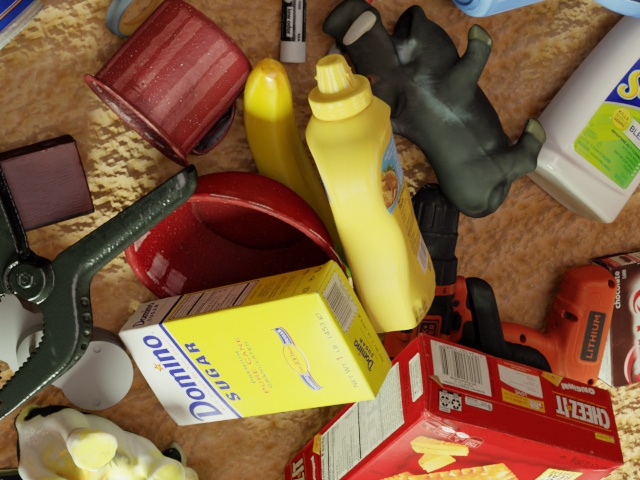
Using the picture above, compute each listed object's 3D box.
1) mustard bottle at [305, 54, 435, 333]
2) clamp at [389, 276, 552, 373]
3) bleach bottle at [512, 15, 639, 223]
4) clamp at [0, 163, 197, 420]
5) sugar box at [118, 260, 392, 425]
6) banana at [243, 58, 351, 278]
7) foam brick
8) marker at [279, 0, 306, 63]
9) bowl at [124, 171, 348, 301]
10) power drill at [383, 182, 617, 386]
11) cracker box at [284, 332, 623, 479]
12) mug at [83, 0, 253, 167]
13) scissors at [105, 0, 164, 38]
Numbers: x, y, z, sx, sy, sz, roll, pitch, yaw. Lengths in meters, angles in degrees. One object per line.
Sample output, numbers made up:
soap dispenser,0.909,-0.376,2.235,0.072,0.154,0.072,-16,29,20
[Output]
mustard bottle,0.032,-0.037,0.728,0.058,0.096,0.191,-8,122,15
clamp,0.112,0.103,0.807,0.120,0.039,0.171,-29,128,22
bleach bottle,0.260,-0.142,0.856,0.102,0.068,0.251,36,87,-23
clamp,-0.192,0.014,0.684,0.164,0.036,0.210,26,98,1
sugar box,-0.049,0.077,0.751,0.176,0.048,0.093,-15,115,30
banana,-0.019,-0.056,0.766,0.037,0.070,0.197,-48,135,-25
foam brick,-0.201,-0.037,0.731,0.078,0.053,0.051,-18,107,-15
marker,-0.019,-0.190,0.775,0.020,0.020,0.121,-2,102,-18
bowl,-0.055,0.001,0.758,0.162,0.162,0.055,31,50,-22
power drill,0.142,0.050,0.861,0.187,0.057,0.184,5,104,-16
cracker box,0.091,0.169,0.799,0.164,0.072,0.214,18,136,-21
mug,-0.095,-0.105,0.739,0.081,0.093,0.117,-50,141,-8
scissors,-0.081,-0.202,0.746,0.201,0.096,0.016,-33,69,-35
